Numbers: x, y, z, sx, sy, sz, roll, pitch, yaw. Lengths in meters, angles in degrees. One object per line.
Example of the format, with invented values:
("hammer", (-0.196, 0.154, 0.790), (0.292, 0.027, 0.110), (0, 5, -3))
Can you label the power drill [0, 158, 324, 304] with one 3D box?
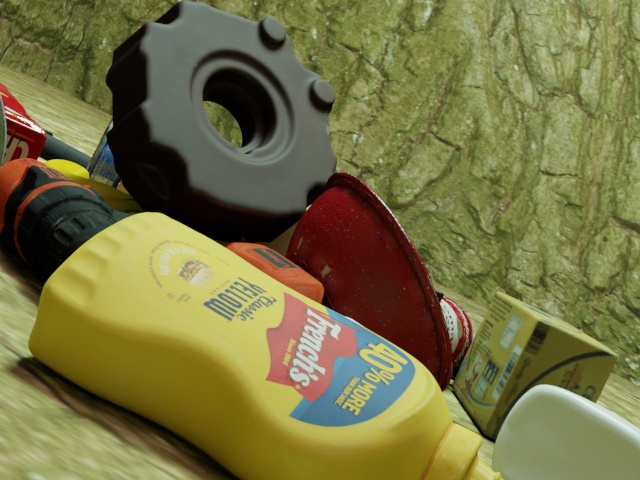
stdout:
("power drill", (-0.093, 0.012, 0.624), (0.187, 0.057, 0.185), (24, 3, -32))

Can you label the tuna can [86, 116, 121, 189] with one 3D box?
("tuna can", (-0.203, -0.082, 1.042), (0.033, 0.086, 0.086), (27, 3, -14))

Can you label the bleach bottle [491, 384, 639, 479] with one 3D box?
("bleach bottle", (0.201, 0.152, 0.679), (0.103, 0.068, 0.250), (29, 2, 33))

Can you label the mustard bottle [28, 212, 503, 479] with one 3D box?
("mustard bottle", (-0.012, 0.059, 0.422), (0.192, 0.058, 0.096), (29, 26, 13))

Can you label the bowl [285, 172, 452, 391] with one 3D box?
("bowl", (0.021, 0.039, 0.704), (0.162, 0.055, 0.162), (56, -19, 30))
